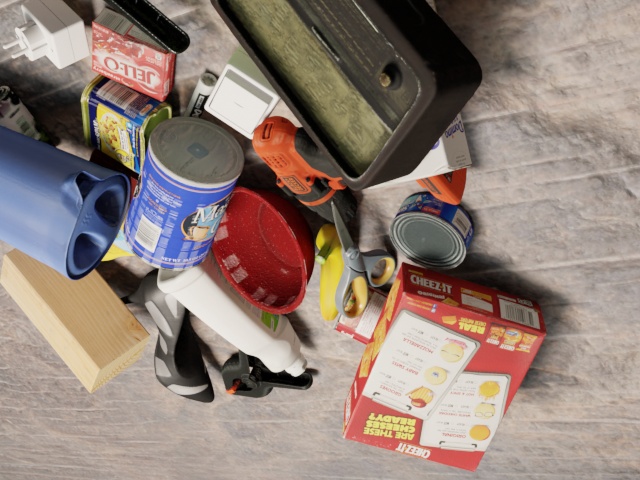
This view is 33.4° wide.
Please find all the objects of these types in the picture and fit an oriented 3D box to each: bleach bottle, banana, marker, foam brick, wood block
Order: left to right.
[{"bbox_3d":[-0.339,0.093,1.465,0.206,0.090,0.090,48,147,10],"label":"wood block"},{"bbox_3d":[-0.231,-0.087,1.264,0.078,0.053,0.051,32,144,-3],"label":"foam brick"},{"bbox_3d":[-0.138,-0.140,1.165,0.020,0.020,0.121,32,145,-4],"label":"marker"},{"bbox_3d":[-0.099,0.094,1.345,0.068,0.102,0.250,-27,124,22],"label":"bleach bottle"},{"bbox_3d":[0.012,0.029,1.224,0.037,0.069,0.198,26,160,16],"label":"banana"}]

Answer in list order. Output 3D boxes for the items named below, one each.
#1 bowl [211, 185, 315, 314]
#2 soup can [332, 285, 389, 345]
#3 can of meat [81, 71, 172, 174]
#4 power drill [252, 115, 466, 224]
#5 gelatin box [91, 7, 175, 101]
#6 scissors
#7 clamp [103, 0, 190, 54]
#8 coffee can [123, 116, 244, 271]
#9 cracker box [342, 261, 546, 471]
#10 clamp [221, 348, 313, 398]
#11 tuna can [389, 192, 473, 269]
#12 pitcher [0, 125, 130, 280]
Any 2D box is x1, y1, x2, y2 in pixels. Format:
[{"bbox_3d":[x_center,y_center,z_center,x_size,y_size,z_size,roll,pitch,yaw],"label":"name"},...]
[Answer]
[{"bbox_3d":[-0.058,0.002,1.226,0.162,0.055,0.162,27,133,33],"label":"bowl"},{"bbox_3d":[0.074,0.097,1.265,0.102,0.068,0.069,26,144,5],"label":"soup can"},{"bbox_3d":[-0.214,-0.129,1.187,0.084,0.057,0.102,30,145,15],"label":"can of meat"},{"bbox_3d":[0.047,-0.068,1.074,0.188,0.057,0.184,-3,155,29],"label":"power drill"},{"bbox_3d":[-0.198,-0.195,1.129,0.089,0.030,0.073,25,144,6],"label":"gelatin box"},{"bbox_3d":[0.047,0.007,1.163,0.016,0.096,0.202,37,146,31],"label":"scissors"},{"bbox_3d":[-0.219,-0.259,1.028,0.210,0.036,0.164,22,152,36],"label":"clamp"},{"bbox_3d":[-0.151,-0.050,1.167,0.103,0.102,0.140,28,132,2],"label":"coffee can"},{"bbox_3d":[0.133,0.144,1.196,0.164,0.072,0.214,16,121,-6],"label":"cracker box"},{"bbox_3d":[-0.083,0.192,1.513,0.120,0.039,0.172,36,150,-2],"label":"clamp"},{"bbox_3d":[0.119,-0.010,1.135,0.086,0.033,0.086,19,143,15],"label":"tuna can"},{"bbox_3d":[-0.352,-0.055,1.233,0.243,0.145,0.149,25,102,11],"label":"pitcher"}]
